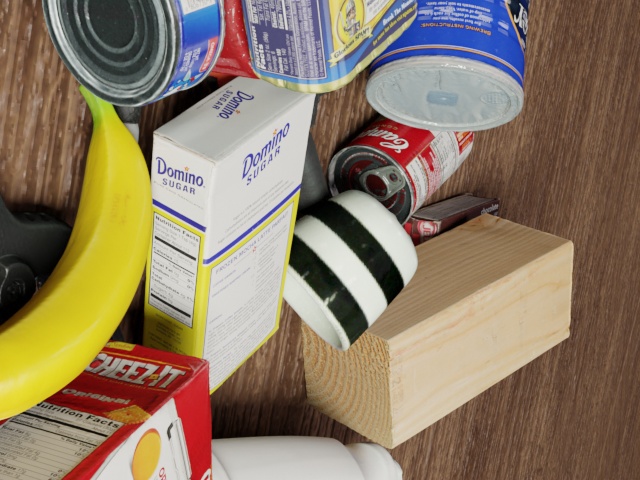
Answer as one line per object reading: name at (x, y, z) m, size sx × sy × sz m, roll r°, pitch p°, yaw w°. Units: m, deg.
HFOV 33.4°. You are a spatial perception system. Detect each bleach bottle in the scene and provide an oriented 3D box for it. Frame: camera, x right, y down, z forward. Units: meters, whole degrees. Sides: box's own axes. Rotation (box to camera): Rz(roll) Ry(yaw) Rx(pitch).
bleach bottle at (-0.019, 0.163, 0.691) m, size 0.103 × 0.068 × 0.250 m, roll -48°, pitch 152°, yaw 24°

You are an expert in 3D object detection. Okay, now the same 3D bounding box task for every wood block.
wood block at (0.092, 0.061, 0.806) m, size 0.205 × 0.091 × 0.090 m, roll -24°, pitch 121°, yaw -37°

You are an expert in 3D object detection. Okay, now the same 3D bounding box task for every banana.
banana at (-0.113, 0.013, 0.477) m, size 0.069 × 0.037 × 0.197 m, roll 38°, pitch 40°, yaw -26°

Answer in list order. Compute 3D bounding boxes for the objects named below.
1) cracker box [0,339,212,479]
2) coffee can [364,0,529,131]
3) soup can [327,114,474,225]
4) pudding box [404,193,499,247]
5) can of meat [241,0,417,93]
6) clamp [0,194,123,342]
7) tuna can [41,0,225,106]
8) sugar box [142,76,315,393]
cracker box at (-0.126, 0.163, 0.463) m, size 0.213 × 0.072 × 0.164 m, roll -42°, pitch 138°, yaw -57°
coffee can at (0.088, -0.156, 0.711) m, size 0.102 × 0.103 × 0.140 m, roll 36°, pitch 58°, yaw -58°
soup can at (0.060, -0.061, 0.770) m, size 0.102 × 0.069 × 0.068 m, roll -44°, pitch 138°, yaw -42°
pudding box at (0.110, 0.013, 0.913) m, size 0.113 × 0.039 × 0.090 m, roll -21°, pitch 121°, yaw -54°
can of meat at (0.004, -0.128, 0.494) m, size 0.102 × 0.058 × 0.084 m, roll -46°, pitch 141°, yaw -39°
clamp at (-0.151, 0.011, 0.480) m, size 0.209 × 0.036 × 0.164 m, roll 35°, pitch 66°, yaw -61°
tuna can at (-0.087, -0.105, 0.488) m, size 0.033 × 0.086 × 0.086 m, roll -34°, pitch 131°, yaw -47°
sugar box at (-0.054, 0.001, 0.591) m, size 0.093 × 0.048 × 0.176 m, roll -42°, pitch 149°, yaw -45°
